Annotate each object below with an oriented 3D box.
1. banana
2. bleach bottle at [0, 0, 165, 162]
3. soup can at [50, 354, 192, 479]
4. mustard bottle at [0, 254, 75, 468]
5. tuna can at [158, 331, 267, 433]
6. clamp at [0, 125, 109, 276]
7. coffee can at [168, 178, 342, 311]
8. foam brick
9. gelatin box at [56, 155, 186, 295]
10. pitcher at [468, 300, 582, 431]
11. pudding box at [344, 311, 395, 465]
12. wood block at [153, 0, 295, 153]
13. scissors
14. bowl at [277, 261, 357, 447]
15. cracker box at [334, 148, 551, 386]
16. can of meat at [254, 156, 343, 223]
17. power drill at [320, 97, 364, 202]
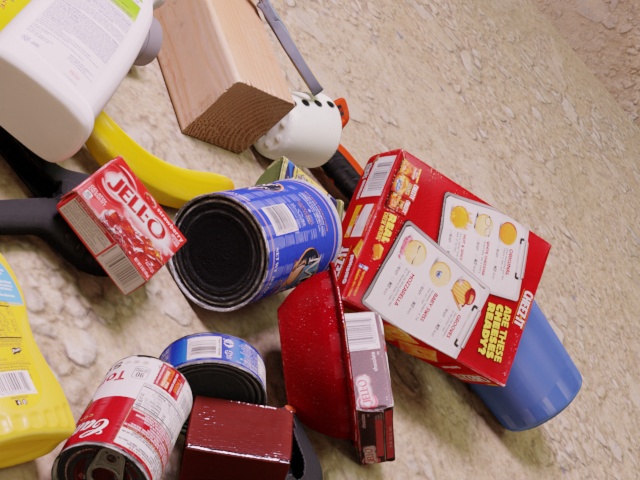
[{"bbox_3d":[-0.149,-0.069,0.955,0.197,0.037,0.069,37,60,-40],"label":"banana"},{"bbox_3d":[-0.184,-0.175,0.880,0.102,0.068,0.250,41,41,-14],"label":"bleach bottle"},{"bbox_3d":[-0.131,0.133,0.724,0.068,0.069,0.102,45,27,-14],"label":"soup can"},{"bbox_3d":[-0.230,0.050,0.678,0.096,0.058,0.192,0,58,-52],"label":"mustard bottle"},{"bbox_3d":[-0.084,0.109,0.809,0.086,0.086,0.034,36,30,-30],"label":"tuna can"},{"bbox_3d":[-0.207,-0.022,0.825,0.209,0.036,0.164,37,30,-29],"label":"clamp"},{"bbox_3d":[-0.056,0.001,0.961,0.103,0.103,0.140,57,27,9],"label":"coffee can"},{"bbox_3d":[-0.063,0.155,0.788,0.078,0.053,0.051,11,39,-8],"label":"foam brick"},{"bbox_3d":[-0.153,-0.013,0.828,0.089,0.030,0.073,54,30,-11],"label":"gelatin box"},{"bbox_3d":[0.193,0.089,1.227,0.243,0.149,0.145,54,-16,-6],"label":"pitcher"},{"bbox_3d":[0.044,0.135,0.982,0.090,0.039,0.113,85,0,-46],"label":"pudding box"},{"bbox_3d":[-0.114,-0.207,1.135,0.090,0.090,0.206,17,44,-48],"label":"wood block"},{"bbox_3d":[-0.053,-0.244,1.172,0.202,0.016,0.096,59,3,3],"label":"scissors"},{"bbox_3d":[-0.005,0.101,0.925,0.162,0.055,0.162,173,-90,-88],"label":"bowl"},{"bbox_3d":[0.115,0.031,1.076,0.213,0.072,0.164,30,73,-26],"label":"cracker box"},{"bbox_3d":[-0.027,-0.027,1.094,0.084,0.058,0.102,39,30,-22],"label":"can of meat"},{"bbox_3d":[0.053,-0.079,1.280,0.187,0.057,0.184,53,27,0],"label":"power drill"}]
